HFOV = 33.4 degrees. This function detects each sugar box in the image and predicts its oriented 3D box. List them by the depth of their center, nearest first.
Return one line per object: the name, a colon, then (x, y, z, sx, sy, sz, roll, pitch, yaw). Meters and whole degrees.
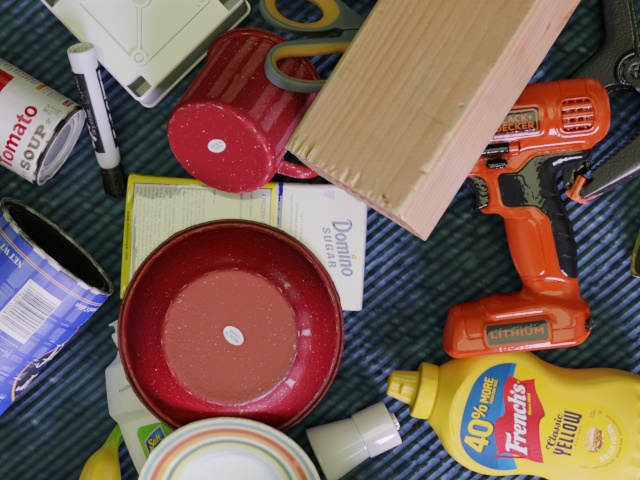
sugar box: (-0.055, 0.001, 0.786, 0.176, 0.048, 0.093, 3, 92, -3)

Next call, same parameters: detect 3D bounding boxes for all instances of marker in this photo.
marker: (-0.159, -0.083, 0.769, 0.020, 0.020, 0.121, -7, 124, 1)

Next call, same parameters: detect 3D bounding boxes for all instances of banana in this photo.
banana: (-0.138, 0.238, 0.791, 0.069, 0.037, 0.198, -20, 95, -31)

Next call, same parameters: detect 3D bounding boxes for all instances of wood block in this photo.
wood block: (0.078, -0.114, 0.669, 0.091, 0.090, 0.206, 33, 91, 17)

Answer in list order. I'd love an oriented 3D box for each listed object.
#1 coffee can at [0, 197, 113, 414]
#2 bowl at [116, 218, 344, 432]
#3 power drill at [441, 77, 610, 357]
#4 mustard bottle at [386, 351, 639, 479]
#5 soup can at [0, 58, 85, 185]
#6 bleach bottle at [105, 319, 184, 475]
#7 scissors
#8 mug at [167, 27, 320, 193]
coffee can: (-0.233, 0.054, 0.762, 0.103, 0.103, 0.140, 42, 92, -1)
bowl: (-0.062, 0.064, 0.733, 0.162, 0.055, 0.162, 0, 89, -3)
power drill: (0.113, -0.015, 0.747, 0.184, 0.057, 0.188, -6, 103, 8)
mustard bottle: (0.143, 0.126, 0.782, 0.191, 0.058, 0.096, 14, 98, 1)
soup can: (-0.231, -0.093, 0.773, 0.102, 0.068, 0.068, 30, 93, -1)
bleach bottle: (-0.080, 0.164, 0.786, 0.102, 0.068, 0.251, -26, 90, 0)
scissors: (0.042, -0.153, 0.751, 0.201, 0.016, 0.096, -20, 71, -28)
mug: (-0.044, -0.081, 0.743, 0.117, 0.093, 0.081, 30, 50, -2)
